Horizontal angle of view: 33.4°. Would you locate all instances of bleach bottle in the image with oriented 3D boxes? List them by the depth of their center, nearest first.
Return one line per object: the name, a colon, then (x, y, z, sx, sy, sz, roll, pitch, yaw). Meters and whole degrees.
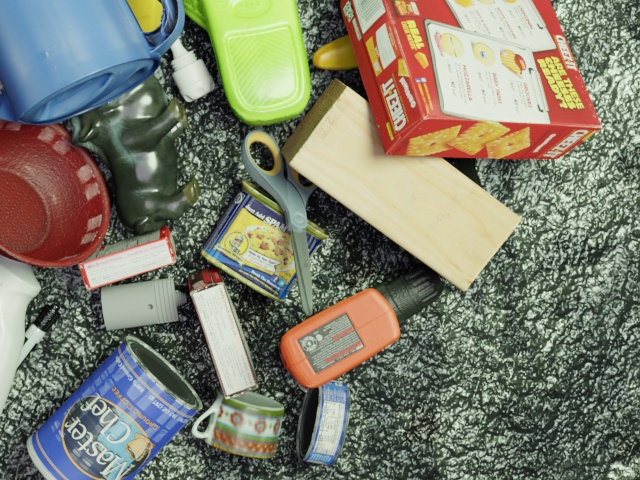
bleach bottle: (-0.331, 0.115, 1.026, 0.102, 0.068, 0.251, 25, 87, 10)

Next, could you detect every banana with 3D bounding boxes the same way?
banana: (0.081, -0.220, 1.043, 0.198, 0.037, 0.069, -38, 138, 4)

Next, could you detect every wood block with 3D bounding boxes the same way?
wood block: (0.073, -0.054, 1.007, 0.206, 0.091, 0.090, 36, 97, -14)

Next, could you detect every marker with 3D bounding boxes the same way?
marker: (-0.299, 0.112, 1.062, 0.020, 0.020, 0.121, 38, 92, -10)

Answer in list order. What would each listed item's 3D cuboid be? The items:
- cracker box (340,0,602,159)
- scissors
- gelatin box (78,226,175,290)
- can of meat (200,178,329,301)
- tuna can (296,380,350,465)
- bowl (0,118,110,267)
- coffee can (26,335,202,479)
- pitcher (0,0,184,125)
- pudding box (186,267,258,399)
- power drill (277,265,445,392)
cracker box: (0.136, -0.159, 0.978, 0.213, 0.072, 0.164, -1, 65, -34)
scissors: (-0.039, -0.029, 1.010, 0.096, 0.016, 0.201, 20, 53, -17)
gelatin box: (-0.186, 0.017, 1.035, 0.089, 0.073, 0.030, -18, 100, -5)
can of meat: (-0.057, 0.001, 1.057, 0.102, 0.057, 0.084, 32, 94, -10)
tuna can: (0.003, 0.182, 1.074, 0.033, 0.086, 0.086, 12, 96, -10)
bowl: (-0.279, -0.040, 0.998, 0.055, 0.161, 0.162, -30, 103, 37)
coffee can: (-0.200, 0.178, 1.041, 0.102, 0.103, 0.140, 44, 91, -10)
pitcher: (-0.236, -0.232, 0.911, 0.149, 0.145, 0.243, -26, 91, -39)
pudding box: (-0.097, 0.088, 1.047, 0.039, 0.090, 0.113, -20, 100, -5)
power drill: (0.038, 0.080, 1.011, 0.184, 0.187, 0.057, -32, 85, 4)
